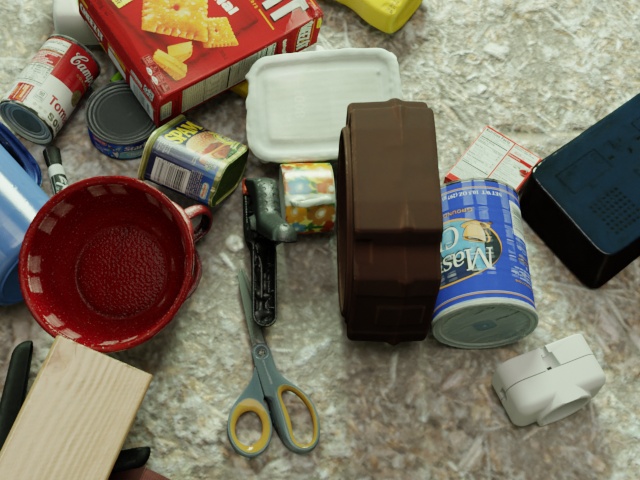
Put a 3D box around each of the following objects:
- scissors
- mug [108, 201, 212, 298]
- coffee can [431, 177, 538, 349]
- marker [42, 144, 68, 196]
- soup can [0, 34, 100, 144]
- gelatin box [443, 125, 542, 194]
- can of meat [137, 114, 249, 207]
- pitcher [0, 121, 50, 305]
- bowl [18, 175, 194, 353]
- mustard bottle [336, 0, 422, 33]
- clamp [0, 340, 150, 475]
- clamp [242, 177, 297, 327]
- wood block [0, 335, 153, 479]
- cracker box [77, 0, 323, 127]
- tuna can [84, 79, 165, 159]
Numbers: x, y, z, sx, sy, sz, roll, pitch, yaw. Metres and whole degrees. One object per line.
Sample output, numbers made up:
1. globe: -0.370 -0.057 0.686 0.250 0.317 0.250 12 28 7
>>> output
1. scissors: -0.071 0.125 1.036 0.096 0.016 0.202 -25 65 -17
2. mug: -0.156 0.004 1.061 0.117 0.081 0.093 -33 67 -20
3. coffee can: 0.155 0.023 1.059 0.102 0.103 0.140 0 60 -4
4. marker: -0.272 -0.050 1.121 0.020 0.020 0.121 -15 62 -12
5. soup can: -0.293 -0.164 1.156 0.068 0.068 0.102 23 62 9
6. gelatin box: 0.186 -0.072 1.157 0.073 0.030 0.089 33 63 16
7. can of meat: -0.129 -0.081 1.108 0.084 0.057 0.102 24 24 7
8. pitcher: -0.353 -0.054 1.066 0.243 0.145 0.149 42 78 14
9. bowl: -0.189 0.025 0.976 0.162 0.055 0.162 -1 79 5
10. mustard bottle: 0.030 -0.326 1.274 0.192 0.058 0.096 31 64 13
11. clamp: -0.268 0.213 0.961 0.164 0.036 0.209 33 66 7
12. clamp: -0.057 0.001 1.069 0.039 0.120 0.171 10 28 -16
13. wood block: -0.228 0.198 0.906 0.090 0.090 0.206 24 70 -7
14. cracker box: -0.129 -0.246 1.155 0.213 0.072 0.164 -31 79 -18
15. tuna can: -0.212 -0.131 1.162 0.086 0.034 0.086 2 60 -3
